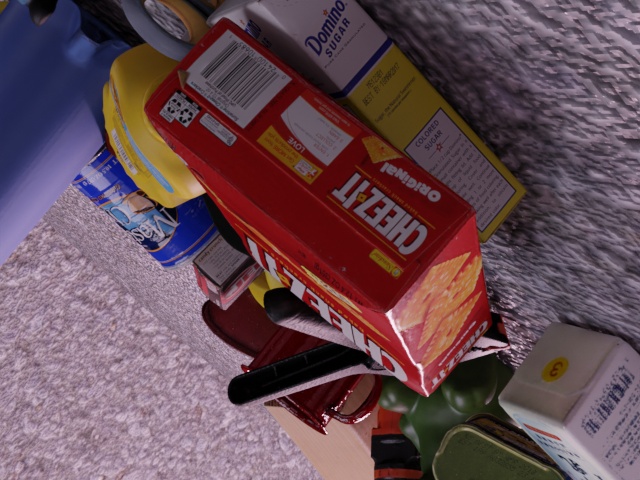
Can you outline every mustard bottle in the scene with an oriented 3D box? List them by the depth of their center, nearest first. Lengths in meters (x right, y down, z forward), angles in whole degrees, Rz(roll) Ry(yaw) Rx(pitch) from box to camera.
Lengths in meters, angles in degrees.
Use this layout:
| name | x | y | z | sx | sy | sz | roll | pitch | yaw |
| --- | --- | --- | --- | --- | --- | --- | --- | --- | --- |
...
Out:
| name | x | y | z | sx | sy | sz | roll | pitch | yaw |
| --- | --- | --- | --- | --- | --- | --- | --- | --- | --- |
| mustard bottle | -0.095 | -0.072 | 0.656 | 0.096 | 0.058 | 0.192 | 64 | 168 | -5 |

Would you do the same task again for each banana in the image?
| name | x | y | z | sx | sy | sz | roll | pitch | yaw |
| --- | --- | --- | --- | --- | --- | --- | --- | --- | --- |
| banana | -0.040 | 0.043 | 1.037 | 0.069 | 0.037 | 0.198 | 56 | 168 | 5 |

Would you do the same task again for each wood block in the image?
| name | x | y | z | sx | sy | sz | roll | pitch | yaw |
| --- | --- | --- | --- | --- | --- | --- | --- | --- | --- |
| wood block | 0.039 | 0.191 | 1.083 | 0.091 | 0.090 | 0.206 | -2 | 138 | 33 |

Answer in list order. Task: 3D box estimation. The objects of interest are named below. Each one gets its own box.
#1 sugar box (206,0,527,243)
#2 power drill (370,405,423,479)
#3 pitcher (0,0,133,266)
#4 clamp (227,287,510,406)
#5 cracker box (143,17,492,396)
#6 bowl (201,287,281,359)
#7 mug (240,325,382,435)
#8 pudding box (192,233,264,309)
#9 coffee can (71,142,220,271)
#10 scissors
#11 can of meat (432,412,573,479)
| name | x | y | z | sx | sy | sz | roll | pitch | yaw |
| --- | --- | --- | --- | --- | --- | --- | --- | --- | --- |
| sugar box | 0.024 | -0.074 | 0.579 | 0.176 | 0.048 | 0.093 | 47 | 167 | -19 |
| power drill | 0.111 | 0.224 | 1.047 | 0.057 | 0.184 | 0.187 | -5 | 160 | 29 |
| pitcher | -0.255 | -0.082 | 0.872 | 0.145 | 0.243 | 0.149 | 33 | 173 | 26 |
| clamp | 0.035 | 0.079 | 0.783 | 0.209 | 0.036 | 0.165 | 1 | 151 | -22 |
| cracker box | 0.008 | -0.005 | 0.585 | 0.164 | 0.072 | 0.213 | 40 | 172 | 20 |
| bowl | -0.046 | 0.079 | 1.169 | 0.162 | 0.055 | 0.162 | 20 | -162 | -7 |
| mug | 0.002 | 0.108 | 0.893 | 0.117 | 0.081 | 0.093 | 29 | 164 | 38 |
| pudding box | -0.056 | 0.001 | 0.895 | 0.039 | 0.113 | 0.090 | 41 | 167 | 6 |
| coffee can | -0.162 | -0.054 | 1.022 | 0.140 | 0.102 | 0.103 | 45 | 166 | -24 |
| scissors | -0.040 | -0.098 | 0.616 | 0.016 | 0.096 | 0.201 | -33 | 111 | 34 |
| can of meat | 0.139 | 0.172 | 0.790 | 0.102 | 0.057 | 0.083 | 26 | -177 | 20 |
